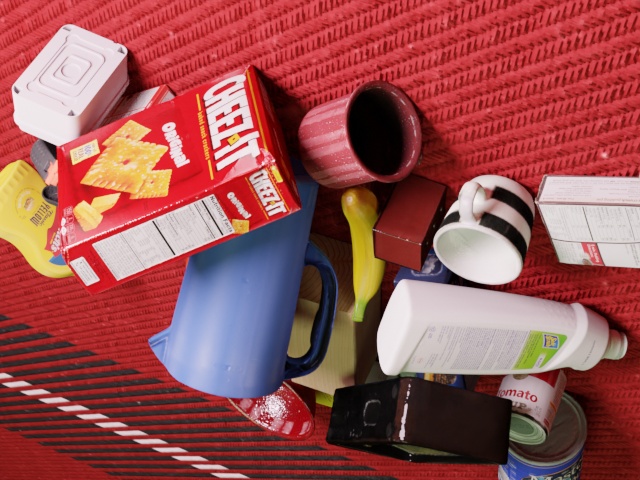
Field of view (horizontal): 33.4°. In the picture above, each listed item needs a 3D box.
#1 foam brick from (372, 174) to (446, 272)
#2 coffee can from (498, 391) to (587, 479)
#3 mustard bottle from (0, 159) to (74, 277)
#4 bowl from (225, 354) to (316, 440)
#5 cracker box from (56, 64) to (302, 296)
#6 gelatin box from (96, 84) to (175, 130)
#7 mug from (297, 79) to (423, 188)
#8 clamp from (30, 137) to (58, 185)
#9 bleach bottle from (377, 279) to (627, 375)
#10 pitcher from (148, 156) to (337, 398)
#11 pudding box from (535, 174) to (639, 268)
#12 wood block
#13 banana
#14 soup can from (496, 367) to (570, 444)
[{"bbox_3d":[0.089,-0.018,1.057,0.051,0.078,0.053,17,149,16],"label":"foam brick"},{"bbox_3d":[0.267,0.254,1.293,0.103,0.102,0.140,15,146,20],"label":"coffee can"},{"bbox_3d":[-0.348,-0.008,1.381,0.058,0.096,0.191,-13,130,47],"label":"mustard bottle"},{"bbox_3d":[-0.063,0.190,1.408,0.162,0.055,0.162,25,146,19],"label":"bowl"},{"bbox_3d":[-0.139,-0.061,0.999,0.214,0.164,0.072,-23,132,6],"label":"cracker box"},{"bbox_3d":[-0.199,-0.123,1.125,0.089,0.073,0.030,-7,134,43],"label":"gelatin box"},{"bbox_3d":[0.042,-0.091,0.989,0.117,0.093,0.082,16,164,-36],"label":"mug"},{"bbox_3d":[-0.271,-0.088,1.171,0.164,0.036,0.210,29,-172,3],"label":"clamp"},{"bbox_3d":[0.192,0.101,1.100,0.250,0.068,0.103,7,132,-13],"label":"bleach bottle"},{"bbox_3d":[-0.068,0.033,1.112,0.145,0.149,0.243,25,109,32],"label":"pitcher"},{"bbox_3d":[0.262,-0.017,0.967,0.114,0.039,0.090,2,140,32],"label":"pudding box"},{"bbox_3d":[0.016,0.095,1.264,0.091,0.090,0.206,18,147,15],"label":"wood block"},{"bbox_3d":[0.046,0.000,1.088,0.037,0.069,0.198,2,139,9],"label":"banana"},{"bbox_3d":[0.235,0.167,1.191,0.068,0.102,0.068,20,148,13],"label":"soup can"}]
